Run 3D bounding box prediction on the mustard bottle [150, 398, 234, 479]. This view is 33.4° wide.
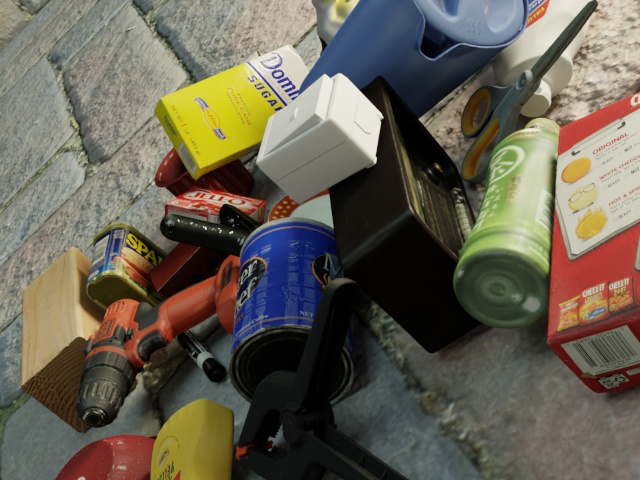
[{"bbox_3d":[-0.106,0.225,0.856,0.096,0.058,0.191,-50,25,28],"label":"mustard bottle"}]

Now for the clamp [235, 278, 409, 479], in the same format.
[{"bbox_3d":[-0.009,0.126,0.806,0.210,0.036,0.164,-27,71,55],"label":"clamp"}]

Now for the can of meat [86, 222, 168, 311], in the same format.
[{"bbox_3d":[-0.209,0.043,1.185,0.058,0.102,0.084,-33,33,24],"label":"can of meat"}]

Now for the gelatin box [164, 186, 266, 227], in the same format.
[{"bbox_3d":[-0.113,-0.030,1.150,0.089,0.030,0.073,13,22,16],"label":"gelatin box"}]

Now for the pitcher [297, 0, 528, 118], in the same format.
[{"bbox_3d":[0.078,-0.184,1.013,0.243,0.149,0.145,-42,66,54],"label":"pitcher"}]

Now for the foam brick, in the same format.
[{"bbox_3d":[-0.137,0.033,1.152,0.078,0.053,0.051,-46,28,1],"label":"foam brick"}]

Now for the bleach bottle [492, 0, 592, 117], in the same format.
[{"bbox_3d":[0.214,-0.214,0.994,0.103,0.068,0.250,-23,38,37],"label":"bleach bottle"}]

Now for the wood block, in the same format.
[{"bbox_3d":[-0.273,0.106,1.199,0.090,0.090,0.206,-41,29,7],"label":"wood block"}]

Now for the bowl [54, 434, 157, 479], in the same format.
[{"bbox_3d":[-0.202,0.236,0.976,0.162,0.055,0.162,-32,31,22],"label":"bowl"}]

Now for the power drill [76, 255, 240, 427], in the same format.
[{"bbox_3d":[-0.146,0.091,1.036,0.188,0.057,0.184,-24,27,13],"label":"power drill"}]

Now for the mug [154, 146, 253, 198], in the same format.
[{"bbox_3d":[-0.129,-0.070,1.241,0.093,0.081,0.117,-48,28,-3],"label":"mug"}]

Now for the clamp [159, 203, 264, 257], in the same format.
[{"bbox_3d":[-0.057,0.001,1.031,0.120,0.171,0.039,-39,-33,-65],"label":"clamp"}]

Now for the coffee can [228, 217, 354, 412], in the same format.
[{"bbox_3d":[-0.023,0.062,0.910,0.103,0.102,0.140,-32,32,24],"label":"coffee can"}]

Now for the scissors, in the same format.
[{"bbox_3d":[0.167,-0.138,0.905,0.096,0.016,0.202,-102,32,-49],"label":"scissors"}]

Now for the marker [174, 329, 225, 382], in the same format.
[{"bbox_3d":[-0.121,0.112,1.063,0.020,0.020,0.121,-49,29,-5],"label":"marker"}]

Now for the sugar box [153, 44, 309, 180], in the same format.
[{"bbox_3d":[-0.087,-0.146,1.197,0.176,0.093,0.048,-29,-4,-22],"label":"sugar box"}]
